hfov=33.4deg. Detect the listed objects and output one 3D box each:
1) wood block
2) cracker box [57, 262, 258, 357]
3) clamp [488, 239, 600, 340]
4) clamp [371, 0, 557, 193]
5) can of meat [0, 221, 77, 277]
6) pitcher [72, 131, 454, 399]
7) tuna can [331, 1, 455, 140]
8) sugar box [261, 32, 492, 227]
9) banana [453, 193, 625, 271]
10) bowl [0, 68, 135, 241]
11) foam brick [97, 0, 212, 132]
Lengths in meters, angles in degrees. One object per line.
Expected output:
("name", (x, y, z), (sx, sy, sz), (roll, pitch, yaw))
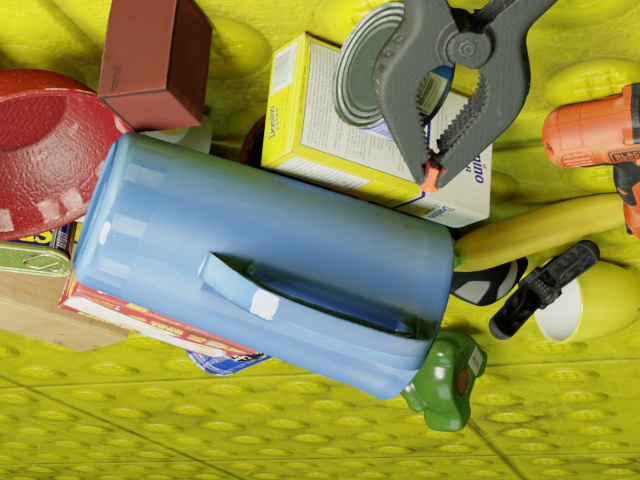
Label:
("wood block", (-0.306, 0.045, 1.123), (0.090, 0.091, 0.205), (-16, 151, 39))
("cracker box", (-0.147, 0.050, 0.984), (0.164, 0.072, 0.214), (20, 168, -14))
("clamp", (0.215, 0.039, 1.007), (0.120, 0.039, 0.171), (-37, 177, 15))
("clamp", (0.074, -0.124, 0.615), (0.164, 0.036, 0.210), (12, 124, -10))
("can of meat", (-0.269, -0.019, 0.962), (0.102, 0.084, 0.057), (7, 155, -3))
("pitcher", (-0.038, 0.017, 0.727), (0.242, 0.145, 0.149), (19, 150, -15))
("tuna can", (0.047, -0.109, 0.699), (0.033, 0.086, 0.086), (18, 154, -37))
("sugar box", (0.046, -0.075, 0.773), (0.176, 0.093, 0.048), (18, 159, -32))
("banana", (0.192, -0.005, 0.949), (0.197, 0.037, 0.070), (-18, -165, -13))
("bowl", (-0.210, -0.068, 0.739), (0.162, 0.055, 0.162), (-21, 153, -12))
("foam brick", (-0.108, -0.119, 0.706), (0.053, 0.078, 0.051), (-4, 158, 21))
